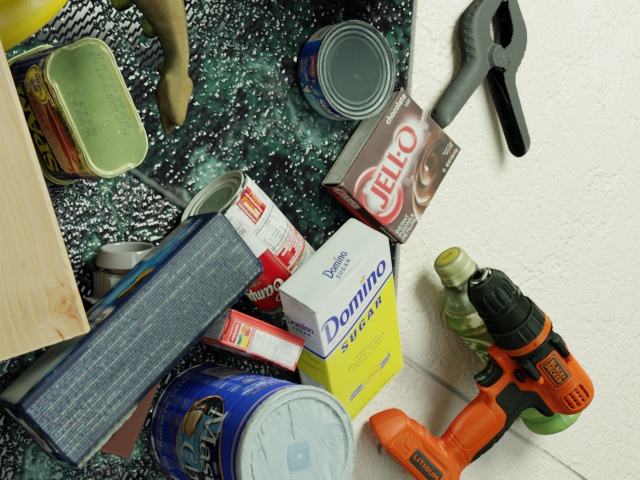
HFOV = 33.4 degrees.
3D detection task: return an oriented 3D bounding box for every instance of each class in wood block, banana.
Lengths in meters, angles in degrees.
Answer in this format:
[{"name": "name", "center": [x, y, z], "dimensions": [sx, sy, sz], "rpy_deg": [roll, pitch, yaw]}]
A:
[{"name": "wood block", "center": [-0.228, -0.032, 0.700], "dimensions": [0.090, 0.090, 0.206], "rpy_deg": [-18, 111, -15]}, {"name": "banana", "center": [-0.233, -0.166, 0.750], "dimensions": [0.197, 0.037, 0.069], "rpy_deg": [-31, 109, -31]}]

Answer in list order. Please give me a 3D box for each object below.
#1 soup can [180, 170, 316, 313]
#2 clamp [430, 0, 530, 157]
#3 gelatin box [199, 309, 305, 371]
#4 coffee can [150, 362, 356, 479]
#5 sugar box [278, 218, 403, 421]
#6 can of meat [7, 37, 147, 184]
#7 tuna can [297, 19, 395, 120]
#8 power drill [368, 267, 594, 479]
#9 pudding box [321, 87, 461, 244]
[{"name": "soup can", "center": [-0.056, 0.001, 0.865], "dimensions": [0.102, 0.069, 0.068], "rpy_deg": [48, 66, -26]}, {"name": "clamp", "center": [0.156, -0.169, 1.027], "dimensions": [0.120, 0.039, 0.171], "rpy_deg": [3, 84, -40]}, {"name": "gelatin box", "center": [-0.068, 0.075, 0.846], "dimensions": [0.073, 0.089, 0.030], "rpy_deg": [26, 78, -33]}, {"name": "coffee can", "center": [-0.055, 0.154, 0.826], "dimensions": [0.102, 0.141, 0.103], "rpy_deg": [-2, 93, -36]}, {"name": "sugar box", "center": [0.022, 0.075, 0.888], "dimensions": [0.093, 0.048, 0.176], "rpy_deg": [-44, 148, -26]}, {"name": "can of meat", "center": [-0.175, -0.092, 0.766], "dimensions": [0.057, 0.084, 0.102], "rpy_deg": [-32, 110, -31]}, {"name": "tuna can", "center": [0.023, -0.148, 0.935], "dimensions": [0.085, 0.034, 0.086], "rpy_deg": [-2, 93, -36]}, {"name": "power drill", "center": [0.138, 0.134, 0.967], "dimensions": [0.188, 0.057, 0.184], "rpy_deg": [-39, 116, 4]}, {"name": "pudding box", "center": [0.065, -0.067, 0.965], "dimensions": [0.090, 0.039, 0.113], "rpy_deg": [41, 69, -29]}]
